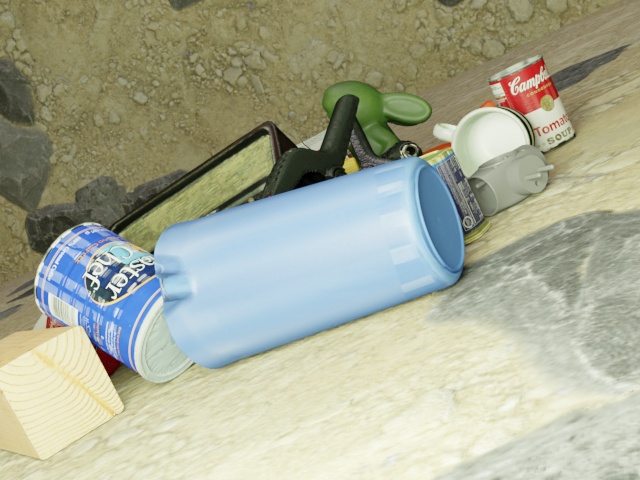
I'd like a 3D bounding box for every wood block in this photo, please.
[{"bbox_3d":[-0.279,0.142,1.022,0.090,0.091,0.206,-31,9,-30],"label":"wood block"}]

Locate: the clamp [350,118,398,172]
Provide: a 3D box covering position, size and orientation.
[{"bbox_3d":[0.052,-0.073,1.153,0.120,0.172,0.039,-62,-22,-10],"label":"clamp"}]

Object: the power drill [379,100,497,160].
[{"bbox_3d":[0.133,-0.100,1.271,0.187,0.057,0.185,-26,-8,-20],"label":"power drill"}]

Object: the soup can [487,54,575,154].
[{"bbox_3d":[0.244,-0.154,1.234,0.068,0.102,0.068,-25,8,4],"label":"soup can"}]

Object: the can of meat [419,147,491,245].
[{"bbox_3d":[0.094,-0.031,0.996,0.102,0.084,0.057,-20,10,35],"label":"can of meat"}]

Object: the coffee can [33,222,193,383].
[{"bbox_3d":[-0.182,0.057,0.999,0.140,0.103,0.102,26,39,28],"label":"coffee can"}]

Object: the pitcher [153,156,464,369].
[{"bbox_3d":[-0.004,0.016,0.899,0.243,0.145,0.149,-18,33,25],"label":"pitcher"}]

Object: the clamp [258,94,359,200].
[{"bbox_3d":[0.009,-0.062,1.032,0.209,0.164,0.036,-15,-14,-48],"label":"clamp"}]
